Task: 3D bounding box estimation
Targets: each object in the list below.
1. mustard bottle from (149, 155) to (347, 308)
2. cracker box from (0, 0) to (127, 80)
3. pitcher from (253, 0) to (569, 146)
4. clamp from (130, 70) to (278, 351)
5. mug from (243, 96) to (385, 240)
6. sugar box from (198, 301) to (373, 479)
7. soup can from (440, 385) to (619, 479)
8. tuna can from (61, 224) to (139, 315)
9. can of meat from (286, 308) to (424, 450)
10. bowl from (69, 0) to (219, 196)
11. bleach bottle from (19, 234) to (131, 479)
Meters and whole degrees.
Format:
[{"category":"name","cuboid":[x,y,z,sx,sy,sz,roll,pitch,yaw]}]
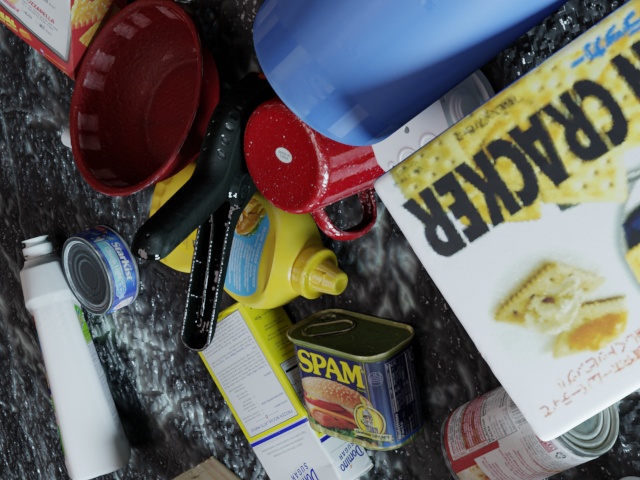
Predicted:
[{"category":"mustard bottle","cuboid":[-0.055,0.001,0.852,0.192,0.058,0.096,24,108,37]},{"category":"cracker box","cuboid":[-0.231,-0.261,0.861,0.164,0.072,0.214,38,145,17]},{"category":"pitcher","cuboid":[0.066,-0.165,0.559,0.243,0.144,0.149,-39,58,38]},{"category":"clamp","cuboid":[-0.072,-0.030,0.776,0.036,0.209,0.164,14,148,12]},{"category":"mug","cuboid":[0.005,-0.056,0.747,0.093,0.081,0.117,-9,102,48]},{"category":"sugar box","cuboid":[-0.035,0.134,0.908,0.094,0.048,0.176,-34,87,49]},{"category":"soup can","cuboid":[0.137,0.124,0.706,0.102,0.068,0.068,-40,79,48]},{"category":"tuna can","cuboid":[-0.219,0.030,1.057,0.086,0.033,0.086,22,123,38]},{"category":"can of meat","cuboid":[0.028,0.106,0.820,0.102,0.057,0.084,10,118,44]},{"category":"bowl","cuboid":[-0.131,-0.110,0.856,0.162,0.055,0.162,-11,73,40]},{"category":"bleach bottle","cuboid":[-0.264,0.118,1.118,0.103,0.068,0.251,174,81,-79]}]
